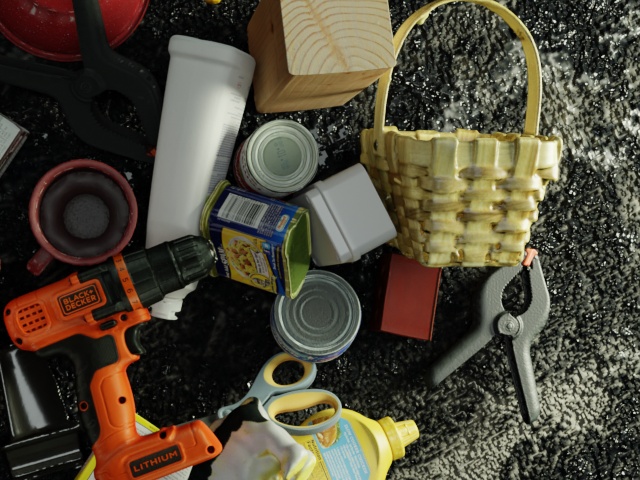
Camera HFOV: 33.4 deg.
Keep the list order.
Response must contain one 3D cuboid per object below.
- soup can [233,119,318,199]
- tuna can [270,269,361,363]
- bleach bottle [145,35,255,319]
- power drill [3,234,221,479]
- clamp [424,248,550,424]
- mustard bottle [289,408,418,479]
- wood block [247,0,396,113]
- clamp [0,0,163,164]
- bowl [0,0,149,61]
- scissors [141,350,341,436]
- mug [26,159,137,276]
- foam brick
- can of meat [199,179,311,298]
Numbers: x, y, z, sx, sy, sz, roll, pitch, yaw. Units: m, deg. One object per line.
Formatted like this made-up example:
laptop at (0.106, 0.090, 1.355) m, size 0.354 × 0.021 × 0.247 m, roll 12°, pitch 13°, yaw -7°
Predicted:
soup can at (-0.042, -0.073, 0.989) m, size 0.068 × 0.102 × 0.068 m, roll 0°, pitch 89°, yaw -10°
tuna can at (-0.004, 0.072, 1.016) m, size 0.086 × 0.034 × 0.086 m, roll 2°, pitch 73°, yaw -6°
bleach bottle at (-0.120, -0.052, 0.967) m, size 0.068 × 0.102 × 0.251 m, roll 13°, pitch 94°, yaw 10°
power drill at (-0.150, 0.103, 0.893) m, size 0.184 × 0.057 × 0.188 m, roll -21°, pitch 85°, yaw -5°
clamp at (0.171, 0.088, 1.055) m, size 0.120 × 0.039 × 0.171 m, roll 13°, pitch 80°, yaw -14°
mustard bottle at (0.003, 0.213, 1.009) m, size 0.191 × 0.058 × 0.096 m, roll -20°, pitch 69°, yaw -11°
wood block at (-0.006, -0.175, 0.946) m, size 0.090 × 0.206 × 0.091 m, roll -7°, pitch 90°, yaw -10°
clamp at (-0.221, -0.144, 0.972) m, size 0.165 × 0.036 × 0.210 m, roll -28°, pitch 116°, yaw 18°
bowl at (-0.236, -0.250, 0.984) m, size 0.162 × 0.055 × 0.162 m, roll 0°, pitch 89°, yaw -10°
scissors at (-0.081, 0.148, 0.996) m, size 0.201 × 0.016 × 0.096 m, roll 0°, pitch 53°, yaw -9°
mug at (-0.221, -0.014, 0.966) m, size 0.093 × 0.081 × 0.117 m, roll 40°, pitch 82°, yaw -7°
foam brick at (0.081, 0.054, 1.033) m, size 0.051 × 0.053 × 0.078 m, roll 9°, pitch 86°, yaw -10°
can of meat at (-0.056, 0.001, 0.971) m, size 0.084 × 0.102 × 0.057 m, roll 17°, pitch 56°, yaw 16°
